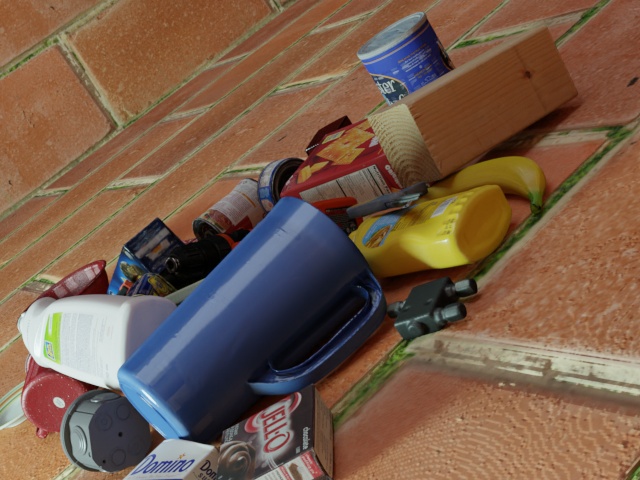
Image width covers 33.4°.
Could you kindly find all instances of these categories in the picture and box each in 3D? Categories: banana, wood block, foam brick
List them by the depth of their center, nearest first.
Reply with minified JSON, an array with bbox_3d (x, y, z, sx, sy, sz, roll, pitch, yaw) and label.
[{"bbox_3d":[0.165,-0.055,1.093,0.069,0.037,0.198,-42,19,-27],"label":"banana"},{"bbox_3d":[0.169,-0.147,1.177,0.205,0.091,0.090,-31,8,-23],"label":"wood block"},{"bbox_3d":[0.021,-0.134,1.531,0.053,0.051,0.078,-25,19,29],"label":"foam brick"}]

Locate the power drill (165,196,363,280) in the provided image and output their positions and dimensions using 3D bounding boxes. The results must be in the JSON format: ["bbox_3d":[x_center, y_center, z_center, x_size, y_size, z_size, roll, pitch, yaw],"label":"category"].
[{"bbox_3d":[-0.058,0.001,1.203,0.188,0.057,0.184,-14,-1,41],"label":"power drill"}]

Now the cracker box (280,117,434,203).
[{"bbox_3d":[0.072,-0.103,1.326,0.214,0.072,0.164,-19,23,36],"label":"cracker box"}]

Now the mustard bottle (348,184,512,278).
[{"bbox_3d":[0.090,-0.002,1.051,0.192,0.058,0.096,-13,26,48],"label":"mustard bottle"}]

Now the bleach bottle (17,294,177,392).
[{"bbox_3d":[-0.251,0.097,1.141,0.067,0.102,0.251,4,2,-43],"label":"bleach bottle"}]

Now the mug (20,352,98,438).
[{"bbox_3d":[-0.307,0.179,1.244,0.117,0.093,0.081,-61,16,18],"label":"mug"}]

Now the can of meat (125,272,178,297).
[{"bbox_3d":[-0.180,0.092,1.205,0.057,0.102,0.084,-43,13,13],"label":"can of meat"}]

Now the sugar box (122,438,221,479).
[{"bbox_3d":[-0.157,0.237,0.877,0.176,0.048,0.094,-45,21,-30],"label":"sugar box"}]

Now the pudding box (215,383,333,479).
[{"bbox_3d":[-0.036,0.170,0.849,0.090,0.039,0.113,-30,18,9],"label":"pudding box"}]

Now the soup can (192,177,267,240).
[{"bbox_3d":[-0.119,-0.032,1.479,0.102,0.068,0.069,-44,20,-30],"label":"soup can"}]

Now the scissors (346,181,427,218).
[{"bbox_3d":[0.090,-0.046,1.062,0.096,0.016,0.202,-21,3,-22],"label":"scissors"}]

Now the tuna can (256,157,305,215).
[{"bbox_3d":[-0.039,-0.065,1.399,0.086,0.086,0.034,-45,22,-31],"label":"tuna can"}]

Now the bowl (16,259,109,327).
[{"bbox_3d":[-0.375,0.098,1.606,0.162,0.055,0.162,-30,18,11],"label":"bowl"}]

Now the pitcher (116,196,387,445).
[{"bbox_3d":[-0.064,0.085,1.002,0.242,0.145,0.149,-44,5,-20],"label":"pitcher"}]

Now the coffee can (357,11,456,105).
[{"bbox_3d":[0.127,-0.213,1.404,0.103,0.140,0.103,-30,18,11],"label":"coffee can"}]
